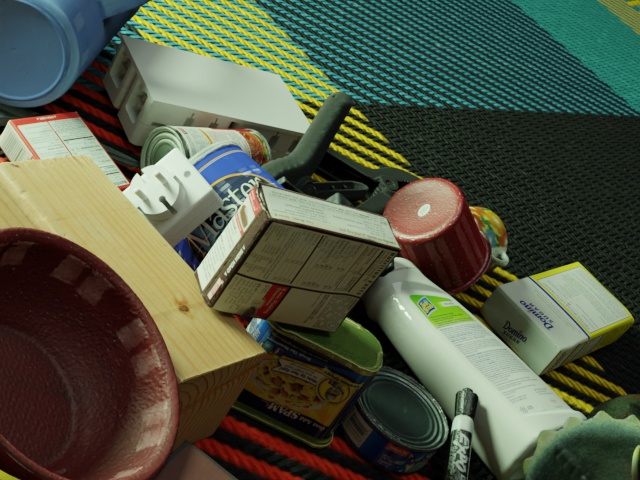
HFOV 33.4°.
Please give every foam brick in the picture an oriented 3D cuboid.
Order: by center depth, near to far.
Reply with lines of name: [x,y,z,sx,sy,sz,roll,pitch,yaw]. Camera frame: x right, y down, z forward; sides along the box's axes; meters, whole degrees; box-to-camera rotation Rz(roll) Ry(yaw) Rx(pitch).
foam brick: [-0.086,0.166,0.620,0.053,0.078,0.051,36,31,7]

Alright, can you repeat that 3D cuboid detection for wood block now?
wood block: [-0.148,0.043,0.732,0.206,0.090,0.090,46,30,21]

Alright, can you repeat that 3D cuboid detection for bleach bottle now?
bleach bottle: [0.117,0.095,0.944,0.102,0.068,0.251,0,41,-47]

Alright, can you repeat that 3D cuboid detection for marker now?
marker: [0.108,0.167,0.829,0.020,0.020,0.121,26,50,-13]

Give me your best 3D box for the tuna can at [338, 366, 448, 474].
tuna can: [0.056,0.141,0.841,0.086,0.034,0.086,24,30,-16]

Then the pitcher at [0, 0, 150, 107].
pitcher: [-0.233,-0.216,0.968,0.145,0.149,0.242,32,27,-15]

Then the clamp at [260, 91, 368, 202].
clamp: [-0.017,-0.045,0.987,0.171,0.120,0.039,-43,42,-20]

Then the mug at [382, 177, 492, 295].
mug: [0.098,-0.004,1.027,0.081,0.117,0.093,59,34,-44]

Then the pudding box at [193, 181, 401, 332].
pudding box: [-0.015,0.014,0.726,0.113,0.090,0.039,13,37,-36]

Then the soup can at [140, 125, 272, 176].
soup can: [-0.103,-0.069,0.965,0.102,0.069,0.068,-3,46,-46]

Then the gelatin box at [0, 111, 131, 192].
gelatin box: [-0.210,-0.061,0.875,0.089,0.030,0.073,52,35,13]

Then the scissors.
scissors: [-0.255,-0.095,0.908,0.201,0.016,0.096,30,31,-5]

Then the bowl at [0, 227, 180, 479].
bowl: [-0.154,0.075,0.591,0.162,0.055,0.162,40,31,-31]

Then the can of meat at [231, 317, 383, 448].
can of meat: [-0.015,0.093,0.791,0.102,0.084,0.057,27,30,-10]

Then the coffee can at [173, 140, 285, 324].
coffee can: [-0.056,0.001,0.870,0.140,0.103,0.102,42,30,15]

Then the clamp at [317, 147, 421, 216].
clamp: [0.057,-0.054,1.132,0.209,0.036,0.165,4,42,-38]

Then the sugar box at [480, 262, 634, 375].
sugar box: [0.249,0.079,1.115,0.175,0.048,0.093,-12,52,-47]
